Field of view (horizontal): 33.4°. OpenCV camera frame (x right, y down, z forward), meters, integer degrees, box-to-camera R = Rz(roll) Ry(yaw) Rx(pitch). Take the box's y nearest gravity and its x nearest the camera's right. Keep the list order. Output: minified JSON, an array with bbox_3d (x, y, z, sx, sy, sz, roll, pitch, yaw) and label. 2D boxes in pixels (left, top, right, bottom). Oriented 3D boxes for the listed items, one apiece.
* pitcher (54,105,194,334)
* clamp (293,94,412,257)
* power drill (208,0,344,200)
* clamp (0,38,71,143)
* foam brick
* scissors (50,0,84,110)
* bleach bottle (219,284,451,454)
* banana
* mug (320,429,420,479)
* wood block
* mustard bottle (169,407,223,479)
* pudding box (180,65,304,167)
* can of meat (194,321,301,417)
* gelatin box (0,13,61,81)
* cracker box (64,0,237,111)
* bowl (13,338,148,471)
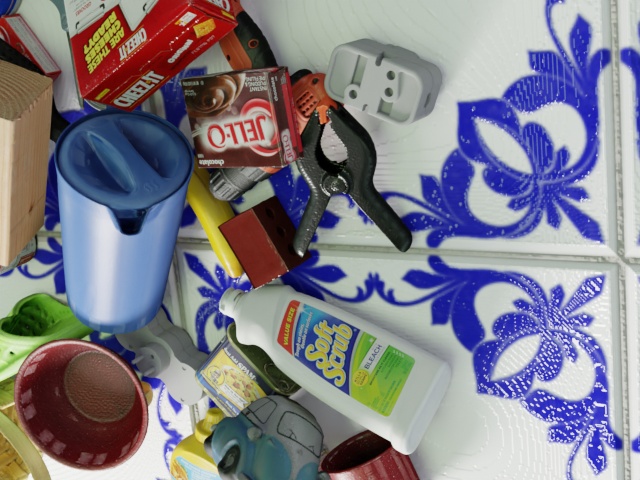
[{"bbox_3d":[-0.211,-0.019,1.119,0.145,0.149,0.243,32,141,13],"label":"pitcher"},{"bbox_3d":[0.010,-0.054,1.033,0.120,0.039,0.171,-14,113,15],"label":"clamp"},{"bbox_3d":[-0.088,-0.153,1.073,0.185,0.057,0.187,-38,88,29],"label":"power drill"},{"bbox_3d":[-0.316,-0.136,1.194,0.165,0.036,0.210,-6,120,27],"label":"clamp"},{"bbox_3d":[-0.057,0.001,1.108,0.051,0.052,0.078,-31,91,33],"label":"foam brick"},{"bbox_3d":[-0.283,-0.242,1.152,0.096,0.016,0.202,5,94,37],"label":"scissors"},{"bbox_3d":[0.002,0.117,1.090,0.251,0.068,0.102,24,75,23],"label":"bleach bottle"},{"bbox_3d":[-0.137,-0.050,1.149,0.198,0.037,0.070,49,141,9],"label":"banana"},{"bbox_3d":[0.053,0.250,1.113,0.117,0.093,0.081,-11,107,59],"label":"mug"},{"bbox_3d":[-0.356,-0.085,1.164,0.090,0.090,0.206,21,131,6],"label":"wood block"},{"bbox_3d":[-0.131,0.280,1.238,0.096,0.058,0.192,20,115,27],"label":"mustard bottle"},{"bbox_3d":[-0.074,-0.116,1.012,0.114,0.039,0.090,3,110,40],"label":"pudding box"},{"bbox_3d":[-0.078,0.148,1.166,0.102,0.057,0.084,46,124,9],"label":"can of meat"},{"bbox_3d":[-0.348,-0.202,1.219,0.073,0.030,0.089,-40,85,33],"label":"gelatin box"},{"bbox_3d":[-0.174,-0.258,1.030,0.164,0.071,0.214,-32,62,34],"label":"cracker box"},{"bbox_3d":[-0.259,0.176,1.201,0.162,0.055,0.162,4,108,13],"label":"bowl"}]
